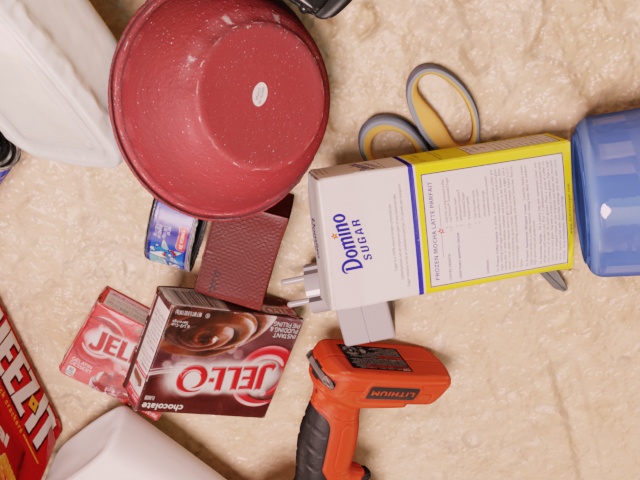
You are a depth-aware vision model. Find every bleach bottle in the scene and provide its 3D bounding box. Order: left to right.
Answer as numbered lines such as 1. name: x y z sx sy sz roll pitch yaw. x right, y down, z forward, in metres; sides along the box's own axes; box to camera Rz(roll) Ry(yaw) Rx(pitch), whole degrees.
1. bleach bottle: -0.097 0.238 0.872 0.103 0.068 0.250 -36 115 30

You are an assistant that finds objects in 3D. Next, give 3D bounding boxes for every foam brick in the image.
1. foam brick: -0.055 0.001 0.772 0.053 0.051 0.078 17 114 -3

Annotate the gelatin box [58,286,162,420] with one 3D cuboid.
1. gelatin box: -0.147 0.089 0.830 0.089 0.030 0.073 29 113 -10

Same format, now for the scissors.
1. scissors: 0.098 -0.029 0.766 0.096 0.016 0.201 -23 110 11

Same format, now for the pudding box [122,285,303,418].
1. pudding box: -0.079 0.083 0.791 0.113 0.039 0.090 10 111 -31

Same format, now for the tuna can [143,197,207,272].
1. tuna can: -0.096 -0.023 0.745 0.033 0.086 0.086 15 115 -2

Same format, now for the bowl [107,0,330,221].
1. bowl: -0.050 -0.090 0.679 0.161 0.055 0.162 -4 97 -33

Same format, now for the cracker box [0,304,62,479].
1. cracker box: -0.266 0.139 0.761 0.072 0.213 0.164 -15 113 8

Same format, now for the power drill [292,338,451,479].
1. power drill: 0.035 0.172 0.825 0.184 0.057 0.188 8 110 -27

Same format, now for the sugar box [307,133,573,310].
1. sugar box: 0.082 -0.014 0.726 0.176 0.048 0.093 -8 105 -8
